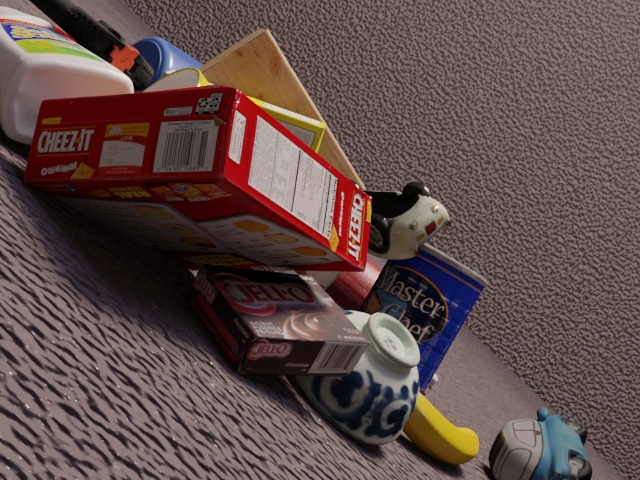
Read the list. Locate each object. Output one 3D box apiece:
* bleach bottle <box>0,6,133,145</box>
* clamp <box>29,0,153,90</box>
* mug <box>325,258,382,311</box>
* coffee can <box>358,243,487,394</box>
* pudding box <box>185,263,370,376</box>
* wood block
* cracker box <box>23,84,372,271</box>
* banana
[{"bbox_3d":[-0.243,-0.147,0.873,0.102,0.068,0.251,4,21,-35],"label":"bleach bottle"},{"bbox_3d":[-0.208,-0.185,0.969,0.164,0.036,0.210,40,0,-22],"label":"clamp"},{"bbox_3d":[0.035,0.064,1.246,0.081,0.093,0.117,39,-26,10],"label":"mug"},{"bbox_3d":[0.093,0.078,1.098,0.103,0.140,0.103,30,-1,0],"label":"coffee can"},{"bbox_3d":[-0.032,0.060,0.798,0.113,0.039,0.090,11,28,-42],"label":"pudding box"},{"bbox_3d":[-0.046,-0.125,1.196,0.206,0.090,0.091,57,0,-15],"label":"wood block"},{"bbox_3d":[-0.080,-0.037,0.778,0.164,0.072,0.213,0,-17,28],"label":"cracker box"},{"bbox_3d":[0.113,0.179,1.033,0.197,0.037,0.069,45,31,-43],"label":"banana"}]
